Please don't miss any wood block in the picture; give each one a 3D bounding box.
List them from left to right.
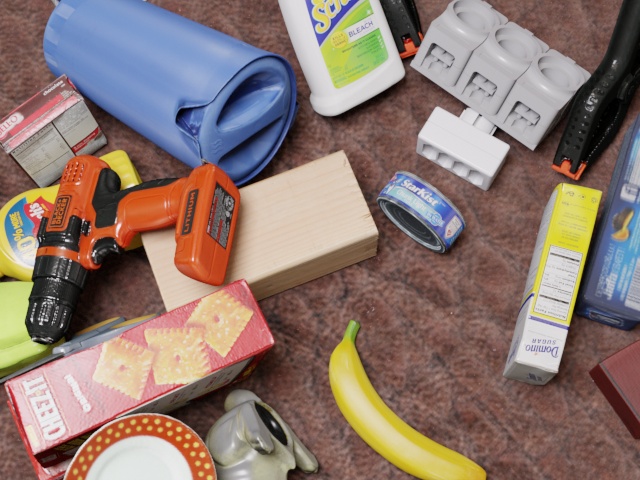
[{"bbox_3d":[-0.057,0.001,1.022,0.206,0.090,0.091,-21,75,-4],"label":"wood block"}]

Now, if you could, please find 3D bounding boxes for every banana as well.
[{"bbox_3d":[0.068,0.166,0.997,0.069,0.037,0.198,-39,76,-6],"label":"banana"}]

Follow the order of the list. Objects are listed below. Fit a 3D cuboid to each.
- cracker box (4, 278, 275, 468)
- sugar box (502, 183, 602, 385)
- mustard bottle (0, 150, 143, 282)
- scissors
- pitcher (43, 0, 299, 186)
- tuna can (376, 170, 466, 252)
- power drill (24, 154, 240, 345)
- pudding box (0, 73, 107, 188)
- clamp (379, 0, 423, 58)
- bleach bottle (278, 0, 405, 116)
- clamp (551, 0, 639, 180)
[{"bbox_3d":[-0.158,0.119,0.932,0.213,0.164,0.072,-23,79,-16],"label":"cracker box"},{"bbox_3d":[0.216,0.043,0.997,0.048,0.093,0.176,13,76,6],"label":"sugar box"},{"bbox_3d":[-0.261,-0.010,1.051,0.191,0.058,0.096,-25,74,-4],"label":"mustard bottle"},{"bbox_3d":[-0.207,0.094,0.949,0.096,0.201,0.016,-13,96,13],"label":"scissors"},{"bbox_3d":[-0.146,-0.160,1.040,0.243,0.149,0.145,31,69,27],"label":"pitcher"},{"bbox_3d":[0.096,-0.027,1.025,0.086,0.086,0.033,37,80,12],"label":"tuna can"},{"bbox_3d":[-0.171,0.004,0.943,0.188,0.057,0.184,-2,65,25],"label":"power drill"},{"bbox_3d":[-0.264,-0.104,1.049,0.090,0.113,0.039,-37,74,-9],"label":"pudding box"},{"bbox_3d":[0.067,-0.274,1.085,0.039,0.120,0.171,-22,76,22],"label":"clamp"},{"bbox_3d":[-0.007,-0.253,1.030,0.102,0.068,0.251,-30,115,-9],"label":"bleach bottle"},{"bbox_3d":[0.286,-0.160,1.032,0.036,0.164,0.210,31,87,30],"label":"clamp"}]
